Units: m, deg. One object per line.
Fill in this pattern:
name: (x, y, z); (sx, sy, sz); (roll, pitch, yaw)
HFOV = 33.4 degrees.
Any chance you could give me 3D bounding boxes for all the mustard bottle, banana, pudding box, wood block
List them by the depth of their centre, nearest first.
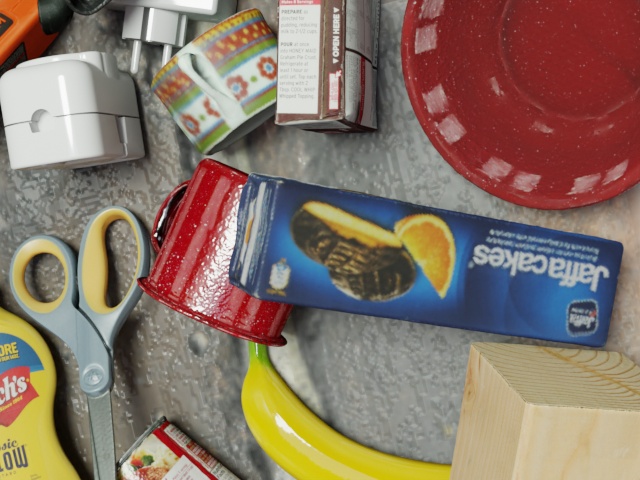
wood block: (0.119, 0.168, 0.567); (0.090, 0.091, 0.206); (5, 103, -10)
pudding box: (0.006, -0.105, 0.578); (0.039, 0.113, 0.090); (1, 94, 11)
banana: (0.028, 0.126, 0.630); (0.198, 0.037, 0.070); (28, 98, 6)
mustard bottle: (-0.205, 0.100, 0.644); (0.096, 0.058, 0.191); (-13, 85, -25)

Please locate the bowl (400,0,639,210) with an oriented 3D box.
bowl: (0.125, -0.100, 0.569); (0.162, 0.055, 0.162); (15, 119, 30)

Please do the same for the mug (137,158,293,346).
mug: (-0.054, 0.001, 0.616); (0.117, 0.093, 0.081); (26, 94, 42)

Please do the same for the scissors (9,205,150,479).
scissors: (-0.148, 0.073, 0.626); (0.096, 0.016, 0.201); (2, 69, 13)

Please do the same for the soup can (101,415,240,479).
soup can: (-0.078, 0.163, 0.635); (0.102, 0.068, 0.068); (40, 99, 4)
